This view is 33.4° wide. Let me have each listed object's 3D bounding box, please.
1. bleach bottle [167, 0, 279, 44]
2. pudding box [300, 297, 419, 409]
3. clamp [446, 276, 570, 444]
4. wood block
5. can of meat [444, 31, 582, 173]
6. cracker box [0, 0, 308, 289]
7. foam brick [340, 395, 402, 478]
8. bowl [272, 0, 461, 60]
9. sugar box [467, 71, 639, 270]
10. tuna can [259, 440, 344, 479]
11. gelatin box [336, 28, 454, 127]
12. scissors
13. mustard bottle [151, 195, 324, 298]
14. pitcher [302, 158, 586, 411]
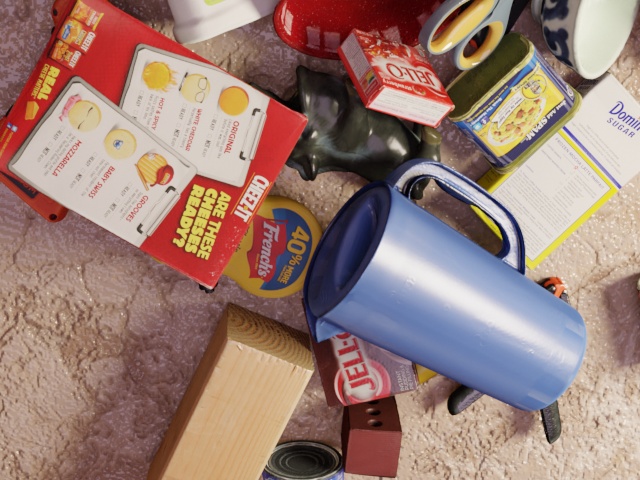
[{"bbox_3d":[-0.115,-0.298,0.884,0.102,0.068,0.251,-28,109,-24],"label":"bleach bottle"},{"bbox_3d":[0.039,0.098,1.028,0.090,0.039,0.113,-14,90,10],"label":"pudding box"},{"bbox_3d":[0.196,0.117,1.062,0.120,0.039,0.171,7,102,-10],"label":"clamp"},{"bbox_3d":[-0.092,0.179,1.043,0.090,0.090,0.206,23,106,-11],"label":"wood block"},{"bbox_3d":[0.168,-0.124,0.955,0.102,0.057,0.083,-43,127,11],"label":"can of meat"},{"bbox_3d":[-0.142,-0.084,0.890,0.213,0.072,0.164,30,96,-6],"label":"cracker box"},{"bbox_3d":[0.049,0.192,1.060,0.053,0.078,0.051,5,110,-5],"label":"foam brick"},{"bbox_3d":[0.037,-0.215,0.904,0.162,0.162,0.055,-7,71,0],"label":"bowl"},{"bbox_3d":[0.228,-0.067,0.998,0.176,0.048,0.093,-44,106,8],"label":"sugar box"},{"bbox_3d":[-0.019,0.233,1.067,0.086,0.086,0.034,0,107,-3],"label":"tuna can"},{"bbox_3d":[0.066,-0.141,0.924,0.089,0.073,0.030,9,135,-39],"label":"gelatin box"},{"bbox_3d":[0.170,-0.215,0.901,0.202,0.016,0.096,-37,148,-1],"label":"scissors"},{"bbox_3d":[-0.056,0.001,0.992,0.191,0.058,0.096,20,97,-20],"label":"mustard bottle"},{"bbox_3d":[0.120,0.049,0.951,0.242,0.145,0.149,28,137,-19],"label":"pitcher"}]
